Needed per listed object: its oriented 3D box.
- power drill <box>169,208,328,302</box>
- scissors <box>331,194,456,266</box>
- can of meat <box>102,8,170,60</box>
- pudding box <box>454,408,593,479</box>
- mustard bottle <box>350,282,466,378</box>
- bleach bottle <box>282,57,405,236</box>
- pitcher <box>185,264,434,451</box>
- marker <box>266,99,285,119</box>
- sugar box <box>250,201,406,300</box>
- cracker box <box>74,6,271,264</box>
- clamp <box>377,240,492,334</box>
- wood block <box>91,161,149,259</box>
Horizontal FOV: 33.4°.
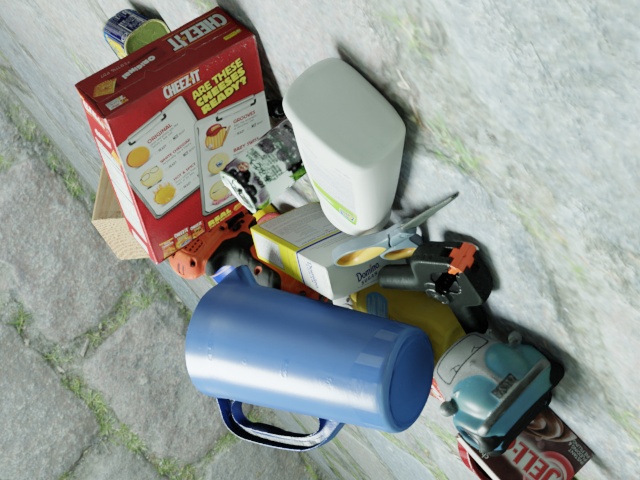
[{"bbox_3d":[-0.058,0.002,1.262,0.188,0.184,0.057,23,143,18],"label":"power drill"},{"bbox_3d":[0.088,-0.008,0.977,0.202,0.096,0.016,-25,69,50],"label":"scissors"},{"bbox_3d":[-0.202,-0.217,1.250,0.084,0.057,0.102,35,162,51],"label":"can of meat"},{"bbox_3d":[0.209,0.213,1.103,0.113,0.090,0.039,46,168,10],"label":"pudding box"},{"bbox_3d":[0.093,0.082,1.163,0.192,0.058,0.096,35,152,45],"label":"mustard bottle"},{"bbox_3d":[0.022,-0.064,0.958,0.102,0.068,0.251,45,169,12],"label":"bleach bottle"},{"bbox_3d":[-0.011,0.132,1.109,0.243,0.145,0.149,10,144,33],"label":"pitcher"},{"bbox_3d":[-0.065,-0.140,1.113,0.020,0.020,0.121,54,166,-25],"label":"marker"},{"bbox_3d":[0.006,0.008,1.140,0.176,0.093,0.048,30,138,57],"label":"sugar box"},{"bbox_3d":[-0.133,-0.100,1.053,0.072,0.164,0.214,44,158,33],"label":"cracker box"},{"bbox_3d":[0.108,0.036,0.997,0.120,0.039,0.171,22,158,12],"label":"clamp"},{"bbox_3d":[-0.208,-0.089,1.308,0.091,0.090,0.206,66,-157,-55],"label":"wood block"}]
